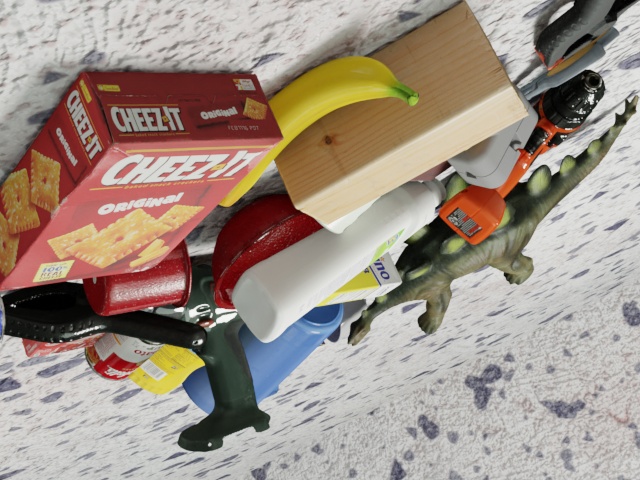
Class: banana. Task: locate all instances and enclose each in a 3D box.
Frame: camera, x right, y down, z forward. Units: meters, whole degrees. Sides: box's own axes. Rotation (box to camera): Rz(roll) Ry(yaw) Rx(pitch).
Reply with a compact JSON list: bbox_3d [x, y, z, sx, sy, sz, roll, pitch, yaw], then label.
[{"bbox_3d":[-0.016,-0.100,0.882,0.198,0.069,0.037,-28,144,22],"label":"banana"}]

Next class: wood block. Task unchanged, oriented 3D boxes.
[{"bbox_3d":[0.063,-0.107,0.930,0.206,0.091,0.090,-28,162,14],"label":"wood block"}]

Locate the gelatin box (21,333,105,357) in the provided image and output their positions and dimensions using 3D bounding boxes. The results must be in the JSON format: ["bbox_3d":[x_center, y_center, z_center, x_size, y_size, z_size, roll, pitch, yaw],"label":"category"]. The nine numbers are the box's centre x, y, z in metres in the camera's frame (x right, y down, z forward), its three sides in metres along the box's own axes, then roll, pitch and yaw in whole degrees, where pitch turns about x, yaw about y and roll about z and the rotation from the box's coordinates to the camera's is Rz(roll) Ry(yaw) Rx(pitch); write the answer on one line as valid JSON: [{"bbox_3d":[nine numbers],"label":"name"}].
[{"bbox_3d":[-0.278,0.098,1.193,0.089,0.030,0.073,-7,156,-47],"label":"gelatin box"}]

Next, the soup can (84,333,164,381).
[{"bbox_3d":[-0.223,0.113,1.252,0.068,0.068,0.102,-7,155,-46],"label":"soup can"}]

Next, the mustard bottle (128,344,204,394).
[{"bbox_3d":[-0.161,0.116,1.324,0.192,0.058,0.096,-33,118,24],"label":"mustard bottle"}]

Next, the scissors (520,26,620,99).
[{"bbox_3d":[0.234,-0.168,1.101,0.096,0.016,0.202,-40,-173,-24],"label":"scissors"}]

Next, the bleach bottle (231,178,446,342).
[{"bbox_3d":[0.030,0.007,1.112,0.250,0.068,0.103,-32,169,-26],"label":"bleach bottle"}]

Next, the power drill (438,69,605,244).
[{"bbox_3d":[0.215,-0.089,1.133,0.187,0.057,0.184,-47,176,-16],"label":"power drill"}]

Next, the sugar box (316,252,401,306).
[{"bbox_3d":[0.013,0.027,1.273,0.175,0.093,0.048,-9,159,-44],"label":"sugar box"}]

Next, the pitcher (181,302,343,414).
[{"bbox_3d":[-0.086,0.127,1.410,0.149,0.145,0.243,-24,165,-47],"label":"pitcher"}]

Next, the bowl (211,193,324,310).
[{"bbox_3d":[-0.057,0.001,1.125,0.162,0.055,0.162,-31,158,-15],"label":"bowl"}]

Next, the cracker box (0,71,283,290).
[{"bbox_3d":[-0.155,-0.044,0.849,0.163,0.072,0.214,-8,157,-45],"label":"cracker box"}]

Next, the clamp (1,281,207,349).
[{"bbox_3d":[-0.227,0.062,1.060,0.209,0.165,0.036,-1,115,-14],"label":"clamp"}]

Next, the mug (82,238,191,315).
[{"bbox_3d":[-0.183,0.024,1.017,0.081,0.093,0.117,-10,-171,-28],"label":"mug"}]

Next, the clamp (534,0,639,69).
[{"bbox_3d":[0.260,-0.213,0.971,0.120,0.039,0.172,-19,170,-22],"label":"clamp"}]
